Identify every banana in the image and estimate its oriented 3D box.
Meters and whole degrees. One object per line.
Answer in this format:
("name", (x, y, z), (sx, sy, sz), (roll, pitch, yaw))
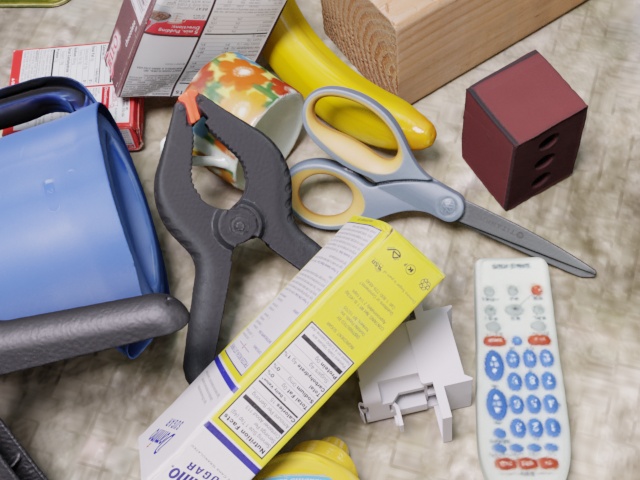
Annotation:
("banana", (-0.002, -0.121, 0.695), (0.037, 0.070, 0.198), (-28, 74, -32))

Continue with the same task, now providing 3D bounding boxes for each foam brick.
("foam brick", (0.122, -0.065, 0.649), (0.053, 0.078, 0.051), (-30, 64, -10))

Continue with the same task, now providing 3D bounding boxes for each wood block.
("wood block", (0.108, -0.188, 0.710), (0.206, 0.090, 0.091), (-31, 63, -12))

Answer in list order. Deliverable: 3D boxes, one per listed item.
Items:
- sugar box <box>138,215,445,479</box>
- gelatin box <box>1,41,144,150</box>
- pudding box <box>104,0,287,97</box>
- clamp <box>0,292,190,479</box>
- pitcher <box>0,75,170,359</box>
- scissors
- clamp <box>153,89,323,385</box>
("sugar box", (-0.019, 0.064, 0.560), (0.048, 0.093, 0.176), (43, 86, -10))
("gelatin box", (-0.163, -0.094, 0.714), (0.089, 0.030, 0.073), (-4, 60, 2))
("pudding box", (-0.077, -0.137, 0.669), (0.089, 0.114, 0.039), (-5, 61, -30))
("clamp", (-0.178, 0.062, 0.537), (0.210, 0.036, 0.165), (28, 106, -9))
("pitcher", (-0.217, 0.008, 0.610), (0.243, 0.145, 0.149), (-16, 21, -1))
("scissors", (0.060, -0.012, 0.652), (0.202, 0.016, 0.096), (41, 109, 0))
("clamp", (-0.054, 0.001, 0.615), (0.120, 0.039, 0.171), (-31, 94, -13))
